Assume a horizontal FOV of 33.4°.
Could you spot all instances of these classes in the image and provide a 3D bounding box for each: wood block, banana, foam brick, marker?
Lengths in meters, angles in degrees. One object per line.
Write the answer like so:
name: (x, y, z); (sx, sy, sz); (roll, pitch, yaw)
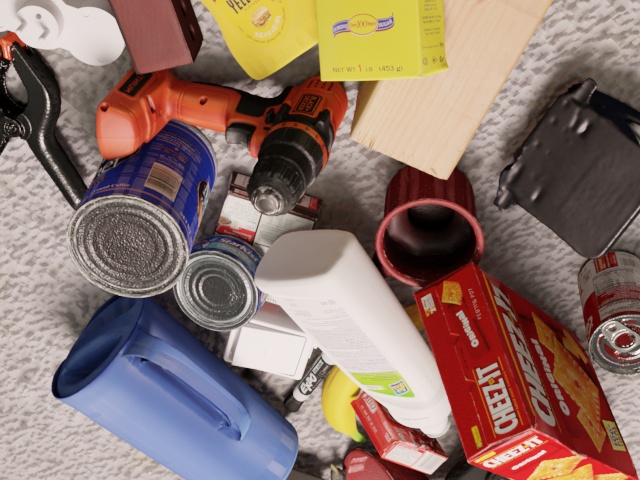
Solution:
wood block: (0.108, -0.164, 0.841); (0.090, 0.090, 0.206); (23, 124, -8)
banana: (0.045, 0.132, 1.083); (0.069, 0.037, 0.198); (5, 130, -24)
foam brick: (-0.135, -0.185, 0.877); (0.051, 0.053, 0.078); (-10, 123, 13)
marker: (-0.008, 0.142, 1.089); (0.020, 0.020, 0.121); (25, 135, -10)

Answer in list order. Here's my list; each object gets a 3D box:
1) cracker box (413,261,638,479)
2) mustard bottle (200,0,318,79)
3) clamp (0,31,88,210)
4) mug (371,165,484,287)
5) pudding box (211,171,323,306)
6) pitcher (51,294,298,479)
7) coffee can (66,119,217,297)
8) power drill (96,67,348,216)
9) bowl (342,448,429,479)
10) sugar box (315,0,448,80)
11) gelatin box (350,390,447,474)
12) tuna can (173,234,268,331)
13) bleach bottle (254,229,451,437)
cracker box: (0.184, 0.131, 0.940); (0.072, 0.164, 0.213); (-33, 142, 23)
mustard bottle: (-0.071, -0.226, 0.831); (0.096, 0.058, 0.191); (-29, 108, 32)
clamp: (-0.260, -0.100, 0.957); (0.120, 0.039, 0.172); (12, 124, -3)
mug: (0.089, -0.011, 0.951); (0.093, 0.081, 0.117); (36, 120, -17)
pudding box: (-0.057, 0.001, 1.003); (0.090, 0.039, 0.114); (17, 126, -4)
pitcher: (-0.132, 0.166, 1.065); (0.145, 0.149, 0.242); (-41, 115, 15)
coffee can: (-0.151, -0.033, 0.929); (0.103, 0.140, 0.103); (3, 124, 4)
power drill: (-0.082, -0.087, 0.870); (0.188, 0.184, 0.057); (11, 125, 10)
bowl: (0.086, 0.290, 1.135); (0.055, 0.162, 0.162); (-17, 128, -24)
sugar box: (0.040, -0.206, 0.774); (0.093, 0.048, 0.176); (4, 107, 37)
gelatin box: (0.080, 0.190, 1.073); (0.030, 0.073, 0.089); (-46, 136, 15)
tuna can: (-0.091, 0.040, 0.980); (0.086, 0.033, 0.086); (7, 116, 14)
bleach bottle: (0.047, 0.098, 0.990); (0.103, 0.068, 0.250); (-2, 135, 41)
